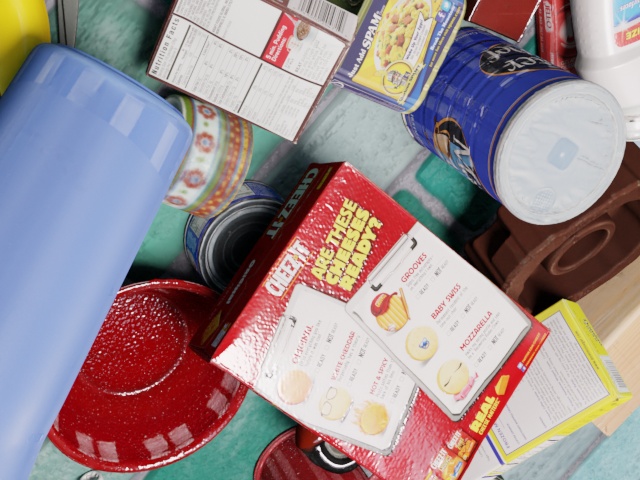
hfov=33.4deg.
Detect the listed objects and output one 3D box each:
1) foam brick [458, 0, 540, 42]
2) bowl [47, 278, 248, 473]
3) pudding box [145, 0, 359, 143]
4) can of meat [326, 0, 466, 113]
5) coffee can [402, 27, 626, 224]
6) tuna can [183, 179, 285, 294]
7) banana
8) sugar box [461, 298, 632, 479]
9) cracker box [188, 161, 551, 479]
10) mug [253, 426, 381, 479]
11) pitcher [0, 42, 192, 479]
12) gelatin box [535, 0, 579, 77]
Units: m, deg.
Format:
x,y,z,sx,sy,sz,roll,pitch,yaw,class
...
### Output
x,y,z,sx,sy,sz,roll,pitch,yaw,class
0.128,-0.191,0.765,0.051,0.053,0.078,16,107,-31,foam brick
-0.132,0.089,0.783,0.161,0.055,0.162,-11,119,-21,bowl
-0.045,-0.125,0.685,0.113,0.039,0.090,26,129,-8,pudding box
0.043,-0.147,0.745,0.083,0.057,0.102,17,108,-34,can of meat
0.135,-0.086,0.768,0.102,0.140,0.103,-11,119,-21,coffee can
-0.055,0.001,0.787,0.086,0.034,0.086,-11,119,-21,tuna can
-0.206,-0.161,0.633,0.070,0.037,0.197,-24,124,10,banana
0.158,0.134,0.889,0.176,0.093,0.048,-37,155,24,sugar box
0.039,0.070,0.767,0.213,0.072,0.164,38,79,-20,cracker box
0.010,0.207,0.896,0.117,0.082,0.093,-36,125,-5,mug
-0.178,0.012,0.641,0.144,0.149,0.243,33,84,-40,pitcher
0.211,-0.169,0.830,0.089,0.030,0.073,-20,121,-16,gelatin box
